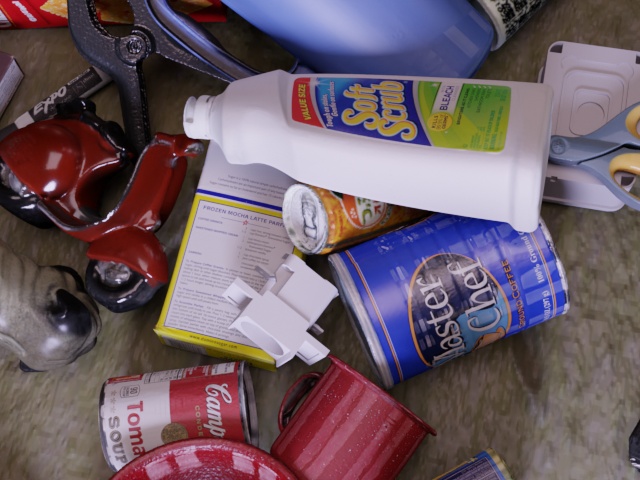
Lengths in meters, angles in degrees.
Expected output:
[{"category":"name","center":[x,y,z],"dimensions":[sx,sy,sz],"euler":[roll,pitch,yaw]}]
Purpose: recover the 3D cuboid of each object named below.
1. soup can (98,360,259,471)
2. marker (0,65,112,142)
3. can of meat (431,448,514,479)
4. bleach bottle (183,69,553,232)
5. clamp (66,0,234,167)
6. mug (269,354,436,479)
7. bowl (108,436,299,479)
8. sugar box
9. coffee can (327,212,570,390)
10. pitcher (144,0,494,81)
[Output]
[{"category":"soup can","center":[-0.099,0.125,0.756],"dimensions":[0.102,0.068,0.068],"euler":[-7,72,2]},{"category":"marker","center":[-0.217,-0.108,0.864],"dimensions":[0.121,0.020,0.020],"euler":[-36,74,-7]},{"category":"can of meat","center":[0.087,0.184,0.707],"dimensions":[0.084,0.102,0.057],"euler":[-28,72,-7]},{"category":"bleach bottle","center":[0.026,-0.069,0.725],"dimensions":[0.251,0.068,0.102],"euler":[6,49,14]},{"category":"clamp","center":[-0.129,-0.150,0.823],"dimensions":[0.120,0.039,0.171],"euler":[-28,103,0]},{"category":"mug","center":[0.012,0.133,0.742],"dimensions":[0.117,0.093,0.081],"euler":[30,80,44]},{"category":"bowl","center":[-0.076,0.211,0.687],"dimensions":[0.162,0.055,0.162],"euler":[-3,56,4]},{"category":"sugar box","center":[-0.055,0.001,0.804],"dimensions":[0.093,0.048,0.176],"euler":[14,71,4]},{"category":"coffee can","center":[0.089,0.032,0.753],"dimensions":[0.140,0.103,0.103],"euler":[-23,72,-3]},{"category":"pitcher","center":[-0.001,-0.183,0.786],"dimensions":[0.242,0.149,0.144],"euler":[40,50,-9]}]
